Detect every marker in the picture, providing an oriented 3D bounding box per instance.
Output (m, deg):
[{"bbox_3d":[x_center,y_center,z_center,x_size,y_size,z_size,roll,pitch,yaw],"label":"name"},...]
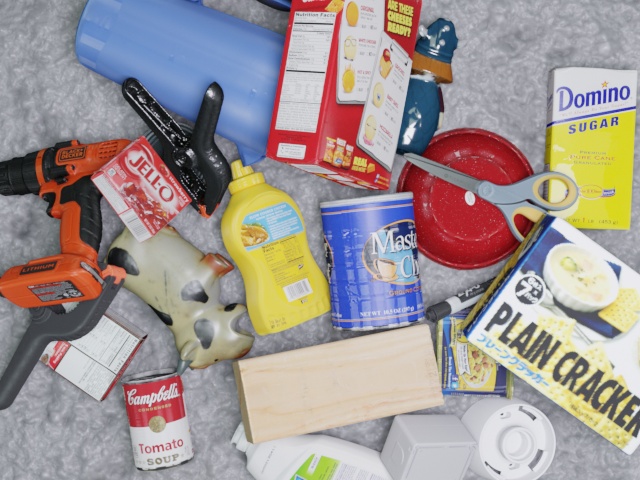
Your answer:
[{"bbox_3d":[0.163,0.063,1.171,0.120,0.020,0.020,-21,91,-30],"label":"marker"}]

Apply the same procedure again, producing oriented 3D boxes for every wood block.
[{"bbox_3d":[0.016,0.154,1.151,0.206,0.091,0.090,-10,84,-10],"label":"wood block"}]

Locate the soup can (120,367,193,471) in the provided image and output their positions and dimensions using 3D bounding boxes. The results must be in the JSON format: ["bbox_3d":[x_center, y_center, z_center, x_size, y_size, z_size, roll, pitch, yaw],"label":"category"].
[{"bbox_3d":[-0.182,0.200,1.196,0.068,0.068,0.102,-8,92,2],"label":"soup can"}]

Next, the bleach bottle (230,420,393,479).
[{"bbox_3d":[0.021,0.262,1.194,0.251,0.068,0.102,26,90,4],"label":"bleach bottle"}]

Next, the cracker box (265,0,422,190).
[{"bbox_3d":[0.026,-0.170,1.099,0.072,0.164,0.214,8,88,30],"label":"cracker box"}]

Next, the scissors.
[{"bbox_3d":[0.193,-0.065,1.136,0.201,0.016,0.096,38,90,-11],"label":"scissors"}]

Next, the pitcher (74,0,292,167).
[{"bbox_3d":[-0.131,-0.203,1.153,0.243,0.145,0.149,24,52,4],"label":"pitcher"}]

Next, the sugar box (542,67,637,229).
[{"bbox_3d":[0.297,-0.101,1.179,0.093,0.048,0.176,2,93,2],"label":"sugar box"}]

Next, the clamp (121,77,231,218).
[{"bbox_3d":[-0.147,-0.102,1.132,0.120,0.039,0.171,19,133,26],"label":"clamp"}]

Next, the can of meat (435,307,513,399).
[{"bbox_3d":[0.171,0.124,1.186,0.084,0.057,0.102,1,92,4],"label":"can of meat"}]

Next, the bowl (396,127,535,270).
[{"bbox_3d":[0.165,-0.046,1.181,0.162,0.055,0.162,0,92,2],"label":"bowl"}]

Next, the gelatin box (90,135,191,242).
[{"bbox_3d":[-0.188,-0.055,1.123,0.030,0.073,0.089,-21,110,43],"label":"gelatin box"}]

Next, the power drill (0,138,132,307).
[{"bbox_3d":[-0.290,-0.023,1.148,0.185,0.057,0.187,-9,57,18],"label":"power drill"}]

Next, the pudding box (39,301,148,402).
[{"bbox_3d":[-0.267,0.115,1.210,0.113,0.039,0.090,35,93,-1],"label":"pudding box"}]

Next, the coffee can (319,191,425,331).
[{"bbox_3d":[0.057,0.022,1.163,0.103,0.103,0.140,-6,92,2],"label":"coffee can"}]

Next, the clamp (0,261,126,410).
[{"bbox_3d":[-0.309,0.068,1.174,0.210,0.036,0.164,-33,71,16],"label":"clamp"}]

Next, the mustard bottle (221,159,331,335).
[{"bbox_3d":[-0.058,0.002,1.179,0.096,0.058,0.191,-20,91,-32],"label":"mustard bottle"}]
